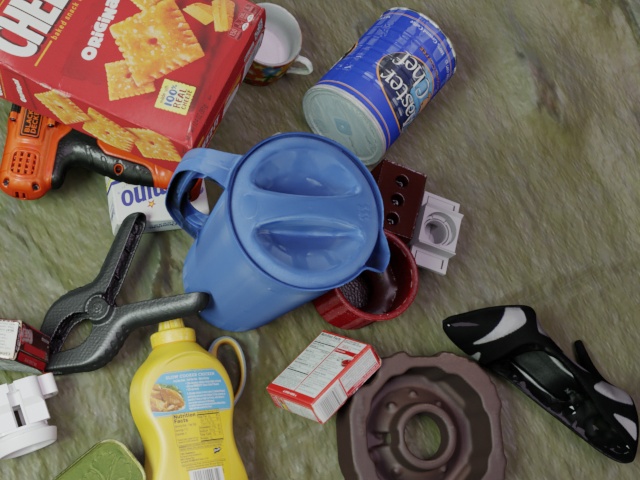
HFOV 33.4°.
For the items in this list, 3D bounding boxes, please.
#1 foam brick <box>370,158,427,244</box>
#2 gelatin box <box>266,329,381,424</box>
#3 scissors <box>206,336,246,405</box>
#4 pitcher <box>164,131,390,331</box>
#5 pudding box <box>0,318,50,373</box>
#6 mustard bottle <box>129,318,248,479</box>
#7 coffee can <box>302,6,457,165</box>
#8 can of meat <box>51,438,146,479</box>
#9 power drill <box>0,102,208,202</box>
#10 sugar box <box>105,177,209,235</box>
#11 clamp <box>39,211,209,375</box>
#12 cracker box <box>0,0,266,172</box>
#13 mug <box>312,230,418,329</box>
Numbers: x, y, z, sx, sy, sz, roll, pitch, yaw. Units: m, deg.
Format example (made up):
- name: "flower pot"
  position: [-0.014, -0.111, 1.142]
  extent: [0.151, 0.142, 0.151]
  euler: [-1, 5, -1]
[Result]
- name: "foam brick"
  position: [0.071, -0.035, 1.113]
  extent: [0.053, 0.051, 0.078]
  euler: [20, 68, -13]
- name: "gelatin box"
  position: [0.004, 0.130, 1.026]
  extent: [0.089, 0.073, 0.030]
  euler: [-43, 120, -26]
- name: "scissors"
  position: [-0.116, 0.185, 0.999]
  extent: [0.096, 0.016, 0.201]
  euler: [12, 70, -14]
- name: "pitcher"
  position: [-0.056, 0.001, 0.950]
  extent: [0.144, 0.243, 0.149]
  euler: [-18, 81, -24]
- name: "pudding box"
  position: [-0.297, 0.086, 0.907]
  extent: [0.113, 0.090, 0.039]
  euler: [3, 75, 2]
- name: "mustard bottle"
  position: [-0.123, 0.156, 0.962]
  extent: [0.096, 0.058, 0.191]
  euler: [-1, 74, -33]
- name: "coffee can"
  position: [0.063, -0.162, 1.121]
  extent: [0.103, 0.103, 0.140]
  euler: [43, 65, -3]
- name: "can of meat"
  position: [-0.207, 0.222, 0.917]
  extent: [0.102, 0.084, 0.057]
  euler: [-39, 90, -25]
- name: "power drill"
  position: [-0.194, -0.115, 0.994]
  extent: [0.187, 0.057, 0.184]
  euler: [9, 74, -5]
- name: "sugar box"
  position: [-0.169, -0.097, 1.048]
  extent: [0.093, 0.048, 0.176]
  euler: [-8, 75, -18]
- name: "clamp"
  position: [-0.185, 0.067, 0.963]
  extent: [0.120, 0.039, 0.171]
  euler: [38, 85, 30]
- name: "cracker box"
  position: [-0.176, -0.173, 0.949]
  extent: [0.213, 0.072, 0.164]
  euler: [24, 65, 1]
- name: "mug"
  position: [0.029, 0.037, 1.059]
  extent: [0.117, 0.082, 0.093]
  euler: [26, 67, -11]
